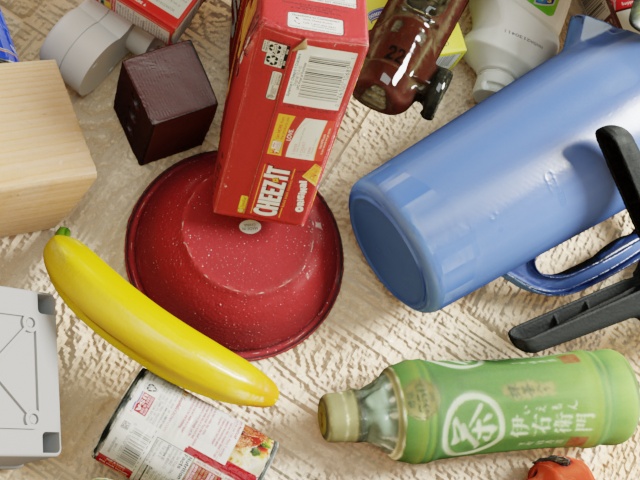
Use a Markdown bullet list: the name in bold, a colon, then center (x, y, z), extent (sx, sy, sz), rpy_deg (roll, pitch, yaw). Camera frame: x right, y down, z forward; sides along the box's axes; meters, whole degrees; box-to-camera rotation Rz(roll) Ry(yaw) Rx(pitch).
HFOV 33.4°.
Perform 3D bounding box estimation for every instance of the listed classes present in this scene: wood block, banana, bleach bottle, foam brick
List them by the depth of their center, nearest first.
- **wood block**: center (-0.259, -0.046, 0.662), extent (0.205, 0.090, 0.091), rpy_deg (-13, 75, -38)
- **banana**: center (-0.114, 0.050, 0.693), extent (0.198, 0.037, 0.069), rpy_deg (37, 27, 13)
- **foam brick**: center (-0.111, -0.096, 0.756), extent (0.051, 0.078, 0.053), rpy_deg (-21, 78, -21)
- **bleach bottle**: center (0.161, -0.226, 0.876), extent (0.102, 0.068, 0.250), rpy_deg (20, 71, -6)

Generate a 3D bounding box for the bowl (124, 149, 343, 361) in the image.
- **bowl**: center (-0.055, 0.001, 0.750), extent (0.162, 0.055, 0.162), rpy_deg (4, 71, -13)

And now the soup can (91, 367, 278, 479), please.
- **soup can**: center (-0.088, 0.136, 0.690), extent (0.102, 0.069, 0.068), rpy_deg (30, 68, -2)

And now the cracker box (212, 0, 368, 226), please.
- **cracker box**: center (-0.023, -0.143, 0.714), extent (0.072, 0.164, 0.213), rpy_deg (8, 49, -11)

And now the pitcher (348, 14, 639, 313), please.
- **pitcher**: center (0.150, -0.039, 0.782), extent (0.242, 0.145, 0.149), rpy_deg (-30, 61, -17)

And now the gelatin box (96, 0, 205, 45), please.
- **gelatin box**: center (-0.111, -0.192, 0.756), extent (0.073, 0.030, 0.089), rpy_deg (32, 67, -1)
